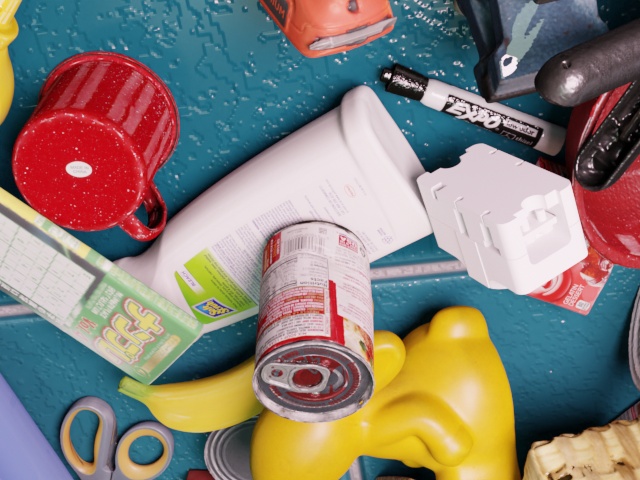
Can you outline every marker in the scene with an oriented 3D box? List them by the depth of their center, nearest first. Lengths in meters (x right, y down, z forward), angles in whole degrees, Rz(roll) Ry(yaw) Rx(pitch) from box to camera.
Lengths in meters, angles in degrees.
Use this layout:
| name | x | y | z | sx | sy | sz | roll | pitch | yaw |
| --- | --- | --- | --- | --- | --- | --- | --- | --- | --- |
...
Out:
| name | x | y | z | sx | sy | sz | roll | pitch | yaw |
| --- | --- | --- | --- | --- | --- | --- | --- | --- | --- |
| marker | 0.094 | -0.082 | 0.661 | 0.121 | 0.020 | 0.020 | 20 | 120 | -7 |

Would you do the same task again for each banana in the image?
| name | x | y | z | sx | sy | sz | roll | pitch | yaw |
| --- | --- | --- | --- | --- | --- | --- | --- | --- | --- |
| banana | -0.042 | 0.084 | 0.745 | 0.198 | 0.037 | 0.069 | -29 | 118 | 7 |

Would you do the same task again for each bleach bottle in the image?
| name | x | y | z | sx | sy | sz | roll | pitch | yaw |
| --- | --- | --- | --- | --- | --- | --- | --- | --- | --- |
| bleach bottle | -0.055 | 0.001 | 0.697 | 0.251 | 0.068 | 0.102 | -26 | 119 | 20 |

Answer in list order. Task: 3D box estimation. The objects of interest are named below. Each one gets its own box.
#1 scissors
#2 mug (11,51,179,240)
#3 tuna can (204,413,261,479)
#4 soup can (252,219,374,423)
| name | x | y | z | sx | sy | sz | roll | pitch | yaw |
| --- | --- | --- | --- | --- | --- | --- | --- | --- | --- |
| scissors | -0.162 | 0.208 | 0.854 | 0.096 | 0.016 | 0.202 | 2 | 121 | 3 |
| mug | -0.134 | -0.049 | 0.662 | 0.093 | 0.081 | 0.117 | -22 | 116 | 16 |
| tuna can | -0.043 | 0.153 | 0.802 | 0.086 | 0.033 | 0.086 | 2 | 120 | 3 |
| soup can | -0.004 | 0.045 | 0.623 | 0.068 | 0.102 | 0.068 | 0 | 133 | 0 |
